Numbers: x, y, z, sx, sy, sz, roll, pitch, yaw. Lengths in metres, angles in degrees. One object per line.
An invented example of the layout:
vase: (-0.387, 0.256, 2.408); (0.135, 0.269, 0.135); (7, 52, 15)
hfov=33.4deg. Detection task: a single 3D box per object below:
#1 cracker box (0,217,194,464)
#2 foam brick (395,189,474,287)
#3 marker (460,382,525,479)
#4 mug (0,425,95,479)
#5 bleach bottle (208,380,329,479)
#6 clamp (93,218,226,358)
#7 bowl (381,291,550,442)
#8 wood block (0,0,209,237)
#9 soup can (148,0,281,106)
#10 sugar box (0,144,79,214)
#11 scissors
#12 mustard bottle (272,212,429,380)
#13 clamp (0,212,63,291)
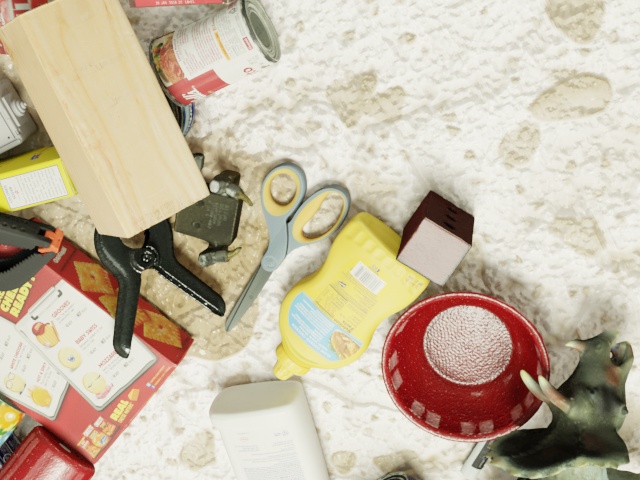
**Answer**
cracker box: (-0.266, 0.105, 1.117); (0.213, 0.072, 0.164); (39, 113, -3)
foam brick: (0.108, -0.003, 0.991); (0.053, 0.078, 0.051); (31, 113, -3)
marker: (0.178, 0.193, 1.083); (0.020, 0.020, 0.121); (27, 114, 1)
mug: (-0.295, 0.248, 1.132); (0.093, 0.117, 0.081); (40, 83, -19)
bleach bottle: (-0.038, 0.274, 1.139); (0.103, 0.068, 0.251); (-8, 111, 15)
clamp: (-0.166, 0.022, 1.063); (0.039, 0.120, 0.171); (-17, 86, 60)
bowl: (0.142, 0.114, 1.040); (0.162, 0.055, 0.162); (4, 112, 11)
wood block: (-0.192, -0.114, 0.950); (0.090, 0.091, 0.206); (-30, 106, -23)
soup can: (-0.096, -0.173, 0.974); (0.102, 0.068, 0.068); (-22, 105, 18)
sugar box: (-0.306, -0.057, 1.050); (0.176, 0.093, 0.048); (-10, 108, 15)
scissors: (-0.057, 0.001, 1.062); (0.202, 0.016, 0.096); (-40, 97, 22)
mustard bottle: (0.015, 0.070, 1.049); (0.096, 0.058, 0.192); (40, 113, -1)
clamp: (-0.348, 0.023, 1.036); (0.210, 0.036, 0.164); (-4, 131, 6)
